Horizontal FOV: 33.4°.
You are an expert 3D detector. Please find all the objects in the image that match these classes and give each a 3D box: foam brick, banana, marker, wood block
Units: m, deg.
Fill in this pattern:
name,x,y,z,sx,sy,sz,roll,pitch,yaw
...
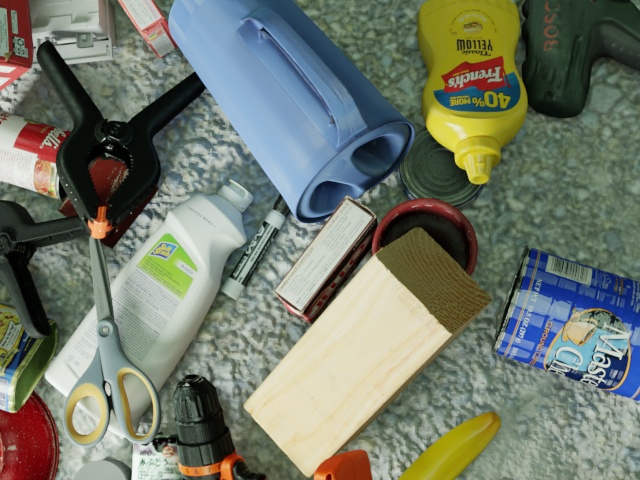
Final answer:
name,x,y,z,sx,sy,sz,roll,pitch,yaw
foam brick,-0.204,-0.039,1.027,0.051,0.053,0.078,36,85,9
banana,0.088,0.230,0.950,0.037,0.070,0.197,47,72,-16
marker,-0.057,0.001,1.025,0.020,0.020,0.121,30,84,9
wood block,0.037,0.096,0.913,0.090,0.090,0.206,46,123,10

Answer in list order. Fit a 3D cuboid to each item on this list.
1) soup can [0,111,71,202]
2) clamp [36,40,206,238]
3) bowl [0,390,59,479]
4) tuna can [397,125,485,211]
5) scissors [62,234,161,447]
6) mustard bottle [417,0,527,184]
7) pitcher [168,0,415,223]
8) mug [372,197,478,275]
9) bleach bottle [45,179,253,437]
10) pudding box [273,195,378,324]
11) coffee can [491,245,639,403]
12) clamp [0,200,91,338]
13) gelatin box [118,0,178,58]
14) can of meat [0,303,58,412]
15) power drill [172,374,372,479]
name,x,y,z,sx,sy,sz,roll,pitch,yaw
soup can,-0.285,-0.083,1.034,0.102,0.068,0.068,17,82,7
clamp,-0.184,-0.097,0.997,0.164,0.036,0.210,2,58,-15
bowl,-0.330,0.200,0.996,0.162,0.055,0.162,-1,80,4
tuna can,0.116,-0.069,1.015,0.086,0.034,0.086,-1,80,5
scissors,-0.206,0.097,0.956,0.096,0.016,0.202,-27,71,-1
mustard bottle,0.141,-0.138,0.986,0.096,0.058,0.191,1,62,-1
pitcher,-0.034,-0.148,0.978,0.243,0.144,0.149,52,125,18
mug,0.091,0.026,0.977,0.093,0.081,0.117,16,82,7
bleach bottle,-0.143,0.054,1.002,0.102,0.068,0.251,35,83,12
pudding box,0.008,0.021,0.981,0.039,0.090,0.113,35,84,10
coffee can,0.234,0.074,0.946,0.140,0.103,0.103,18,82,8
clamp,-0.280,0.002,1.003,0.172,0.039,0.120,35,88,30
gelatin box,-0.179,-0.231,1.047,0.030,0.073,0.089,-34,79,-2
can of meat,-0.302,0.105,0.991,0.084,0.057,0.102,16,40,4
power drill,-0.043,0.207,0.910,0.188,0.057,0.184,1,108,38
